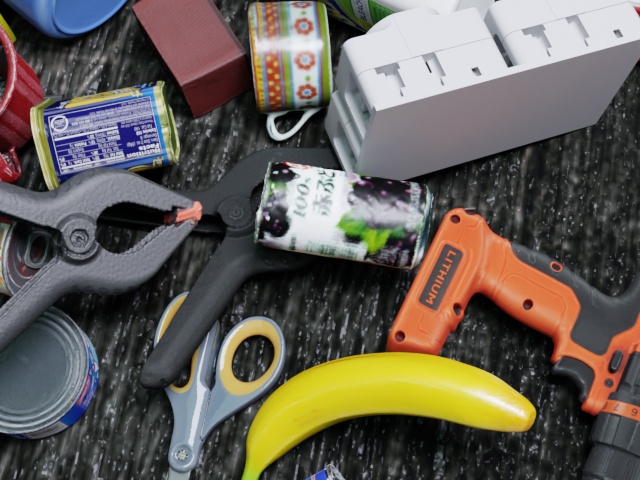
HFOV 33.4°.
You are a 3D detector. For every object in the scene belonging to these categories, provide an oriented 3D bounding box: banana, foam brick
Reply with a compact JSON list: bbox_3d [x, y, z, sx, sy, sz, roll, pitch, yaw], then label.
[{"bbox_3d":[0.030,0.102,0.647,0.198,0.037,0.069,-20,85,24],"label":"banana"},{"bbox_3d":[-0.090,-0.137,0.756,0.051,0.053,0.078,-30,71,-7],"label":"foam brick"}]

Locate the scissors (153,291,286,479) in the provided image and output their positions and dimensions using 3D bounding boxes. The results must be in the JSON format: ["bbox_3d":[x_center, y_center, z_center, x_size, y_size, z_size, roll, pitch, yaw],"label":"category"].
[{"bbox_3d":[-0.068,0.130,0.682,0.096,0.016,0.202,-4,71,3],"label":"scissors"}]

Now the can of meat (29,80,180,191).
[{"bbox_3d":[-0.140,-0.072,0.712,0.084,0.102,0.057,-12,103,-4],"label":"can of meat"}]

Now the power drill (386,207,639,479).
[{"bbox_3d":[0.140,0.074,0.669,0.188,0.057,0.184,23,74,9],"label":"power drill"}]

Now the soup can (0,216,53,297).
[{"bbox_3d":[-0.225,-0.004,0.700,0.102,0.068,0.068,13,72,22],"label":"soup can"}]

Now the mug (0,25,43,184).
[{"bbox_3d":[-0.230,-0.090,0.714,0.093,0.081,0.117,-30,81,-2],"label":"mug"}]

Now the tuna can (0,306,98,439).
[{"bbox_3d":[-0.189,0.085,0.695,0.086,0.034,0.086,-1,71,3],"label":"tuna can"}]

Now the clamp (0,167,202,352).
[{"bbox_3d":[-0.154,0.010,0.647,0.171,0.039,0.120,-4,98,-24],"label":"clamp"}]

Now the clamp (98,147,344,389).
[{"bbox_3d":[-0.055,0.001,0.707,0.210,0.036,0.164,-19,60,-7],"label":"clamp"}]
